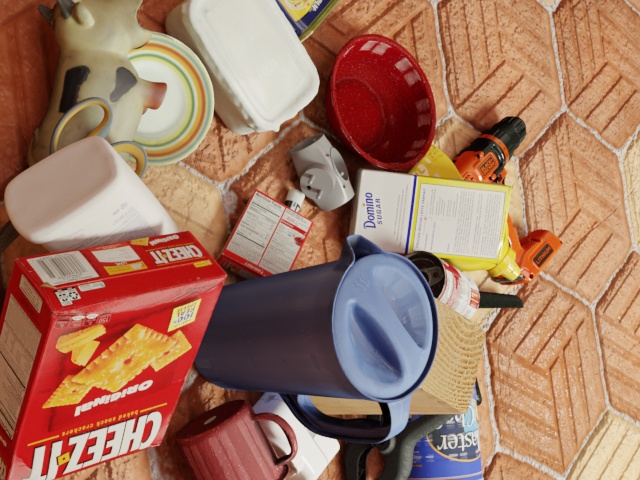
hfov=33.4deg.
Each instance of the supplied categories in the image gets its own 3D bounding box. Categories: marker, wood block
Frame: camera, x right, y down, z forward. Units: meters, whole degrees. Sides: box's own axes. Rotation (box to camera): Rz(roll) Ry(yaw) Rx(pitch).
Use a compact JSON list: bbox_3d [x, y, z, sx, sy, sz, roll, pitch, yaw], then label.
[{"bbox_3d":[-0.045,-0.001,1.154,0.020,0.020,0.121,37,61,-32],"label":"marker"},{"bbox_3d":[0.056,0.122,1.098,0.090,0.207,0.090,33,63,-34],"label":"wood block"}]

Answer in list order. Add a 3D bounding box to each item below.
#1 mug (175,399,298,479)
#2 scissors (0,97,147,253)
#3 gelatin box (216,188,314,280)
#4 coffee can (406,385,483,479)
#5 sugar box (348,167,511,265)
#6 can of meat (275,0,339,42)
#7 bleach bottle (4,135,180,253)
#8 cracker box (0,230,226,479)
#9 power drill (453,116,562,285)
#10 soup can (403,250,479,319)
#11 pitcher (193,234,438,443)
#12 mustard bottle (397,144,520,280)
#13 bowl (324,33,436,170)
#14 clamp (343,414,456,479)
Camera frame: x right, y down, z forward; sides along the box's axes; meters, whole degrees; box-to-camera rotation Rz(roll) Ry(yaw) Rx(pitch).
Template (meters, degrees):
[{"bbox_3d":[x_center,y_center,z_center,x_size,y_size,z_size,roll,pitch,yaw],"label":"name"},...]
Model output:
[{"bbox_3d":[-0.078,0.204,1.034,0.081,0.117,0.093,64,19,-8],"label":"mug"},{"bbox_3d":[-0.226,-0.029,0.934,0.096,0.016,0.202,29,94,-24],"label":"scissors"},{"bbox_3d":[-0.057,0.001,1.120,0.073,0.030,0.089,29,62,-7],"label":"gelatin box"},{"bbox_3d":[0.130,0.209,1.221,0.102,0.103,0.140,1,82,-42],"label":"coffee can"},{"bbox_3d":[0.123,-0.028,1.223,0.176,0.048,0.093,7,96,-5],"label":"sugar box"},{"bbox_3d":[-0.034,-0.274,1.181,0.084,0.058,0.102,50,54,-21],"label":"can of meat"},{"bbox_3d":[-0.175,0.009,0.949,0.068,0.102,0.250,58,-3,29],"label":"bleach bottle"},{"bbox_3d":[-0.187,0.102,0.893,0.163,0.072,0.214,-11,135,-42],"label":"cracker box"},{"bbox_3d":[0.243,-0.050,1.395,0.184,0.057,0.187,-42,108,-33],"label":"power drill"},{"bbox_3d":[0.131,0.057,1.209,0.102,0.069,0.068,27,65,-55],"label":"soup can"},{"bbox_3d":[-0.015,0.097,1.015,0.144,0.243,0.149,38,60,-31],"label":"pitcher"},{"bbox_3d":[0.168,-0.020,1.285,0.191,0.058,0.096,42,72,-10],"label":"mustard bottle"},{"bbox_3d":[0.059,-0.155,1.242,0.161,0.055,0.162,10,73,-37],"label":"bowl"},{"bbox_3d":[0.068,0.208,1.175,0.171,0.120,0.039,-57,148,8],"label":"clamp"}]
